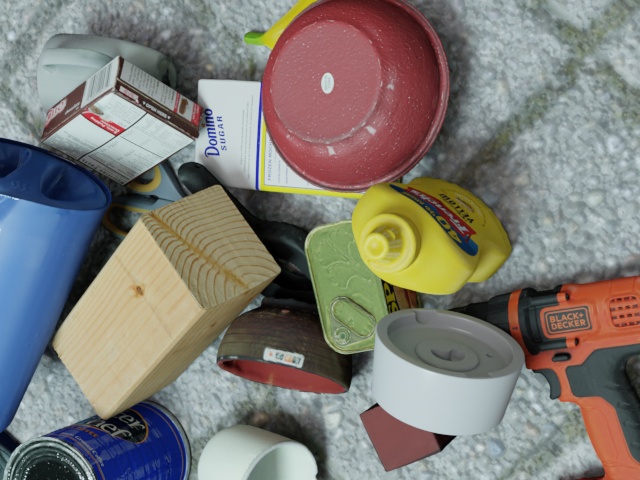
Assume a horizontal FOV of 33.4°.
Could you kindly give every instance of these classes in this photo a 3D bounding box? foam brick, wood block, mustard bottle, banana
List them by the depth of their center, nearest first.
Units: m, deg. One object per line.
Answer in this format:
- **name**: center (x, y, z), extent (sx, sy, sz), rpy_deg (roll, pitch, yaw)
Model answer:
- **mustard bottle**: center (0.073, -0.004, 0.773), extent (0.096, 0.191, 0.058), rpy_deg (44, 110, 15)
- **foam brick**: center (0.075, 0.143, 0.850), extent (0.053, 0.078, 0.051), rpy_deg (-27, 85, 24)
- **banana**: center (0.009, -0.223, 0.867), extent (0.070, 0.037, 0.198), rpy_deg (42, 110, 13)
- **wood block**: center (-0.135, 0.056, 0.892), extent (0.091, 0.090, 0.206), rpy_deg (54, 135, 10)

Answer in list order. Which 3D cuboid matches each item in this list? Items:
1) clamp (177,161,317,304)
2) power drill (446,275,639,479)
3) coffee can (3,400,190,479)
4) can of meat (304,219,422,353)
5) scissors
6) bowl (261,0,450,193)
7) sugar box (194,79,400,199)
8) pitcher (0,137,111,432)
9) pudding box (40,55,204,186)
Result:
- **clamp**: center (-0.056, 0.001, 0.900), extent (0.172, 0.039, 0.120), rpy_deg (15, 134, 16)
- **power drill**: center (0.183, 0.126, 0.810), extent (0.185, 0.057, 0.187), rpy_deg (-12, 91, 31)
- **coffee can**: center (-0.195, 0.206, 0.945), extent (0.103, 0.140, 0.103), rpy_deg (2, 96, 24)
- **can of meat**: center (0.037, 0.032, 0.853), extent (0.058, 0.083, 0.102), rpy_deg (-13, 89, 25)
- **scissors**: center (-0.113, -0.040, 0.953), extent (0.202, 0.016, 0.096), rpy_deg (-2, 94, 25)
- **bowl**: center (0.014, -0.118, 0.816), extent (0.162, 0.055, 0.162), rpy_deg (0, 90, 25)
- **sugar box**: center (-0.020, -0.085, 0.890), extent (0.176, 0.048, 0.093), rpy_deg (8, 98, 28)
- **pitcher**: center (-0.273, 0.042, 0.912), extent (0.243, 0.149, 0.145), rpy_deg (-66, 28, 18)
- **pudding box**: center (-0.168, -0.097, 0.900), extent (0.114, 0.089, 0.039), rpy_deg (-24, 49, 41)
